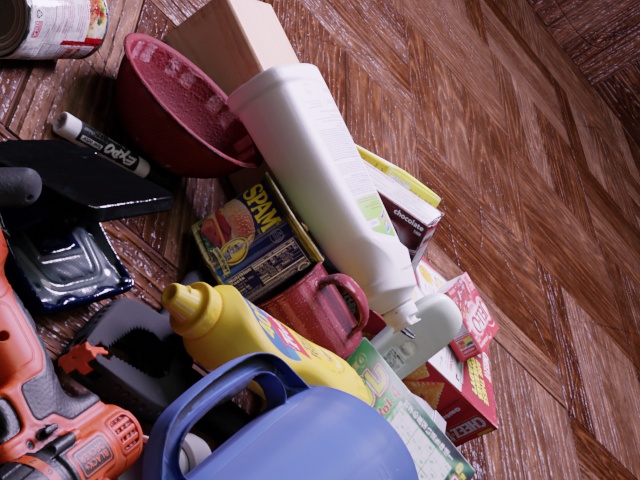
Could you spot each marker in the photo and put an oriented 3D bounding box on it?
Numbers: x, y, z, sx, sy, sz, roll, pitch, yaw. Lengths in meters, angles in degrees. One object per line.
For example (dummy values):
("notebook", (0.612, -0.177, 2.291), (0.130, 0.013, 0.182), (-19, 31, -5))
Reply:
("marker", (-0.170, -0.071, 0.888), (0.121, 0.020, 0.020), (32, 36, -44))

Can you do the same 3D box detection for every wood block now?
("wood block", (-0.063, -0.135, 1.074), (0.090, 0.090, 0.206), (-3, 64, -62))

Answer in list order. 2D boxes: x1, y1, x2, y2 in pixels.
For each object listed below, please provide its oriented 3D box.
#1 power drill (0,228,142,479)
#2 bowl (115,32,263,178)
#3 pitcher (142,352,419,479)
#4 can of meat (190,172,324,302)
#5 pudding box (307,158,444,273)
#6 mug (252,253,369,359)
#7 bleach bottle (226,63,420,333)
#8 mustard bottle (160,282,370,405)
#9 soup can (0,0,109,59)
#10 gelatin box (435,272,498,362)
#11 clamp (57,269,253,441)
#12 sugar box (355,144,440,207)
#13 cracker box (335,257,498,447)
("power drill", (-0.196, 0.088, 0.617), (0.187, 0.057, 0.184), (61, 21, -1))
("bowl", (-0.127, -0.107, 0.943), (0.162, 0.055, 0.162), (41, 18, -17))
("pitcher", (-0.054, 0.184, 0.653), (0.149, 0.145, 0.242), (29, 29, 22))
("can of meat", (-0.056, 0.001, 0.906), (0.057, 0.084, 0.102), (56, 2, -36))
("pudding box", (0.051, -0.017, 1.023), (0.113, 0.090, 0.039), (34, 41, 14))
("mug", (-0.007, 0.066, 0.922), (0.081, 0.117, 0.093), (58, 35, -11))
("bleach bottle", (0.015, -0.033, 0.945), (0.251, 0.068, 0.102), (62, 28, 4))
("mustard bottle", (-0.047, 0.083, 0.799), (0.191, 0.058, 0.096), (37, 7, -39))
("soup can", (-0.226, -0.178, 0.850), (0.068, 0.069, 0.102), (60, 26, 5))
("gelatin box", (0.151, 0.079, 1.123), (0.073, 0.030, 0.089), (60, 24, 0))
("clamp", (-0.116, 0.080, 0.792), (0.209, 0.036, 0.164), (23, 40, -57))
("sugar box", (0.037, -0.077, 1.146), (0.093, 0.048, 0.176), (30, 1, -45))
("cracker box", (0.094, 0.094, 1.124), (0.213, 0.072, 0.164), (45, 29, -29))
